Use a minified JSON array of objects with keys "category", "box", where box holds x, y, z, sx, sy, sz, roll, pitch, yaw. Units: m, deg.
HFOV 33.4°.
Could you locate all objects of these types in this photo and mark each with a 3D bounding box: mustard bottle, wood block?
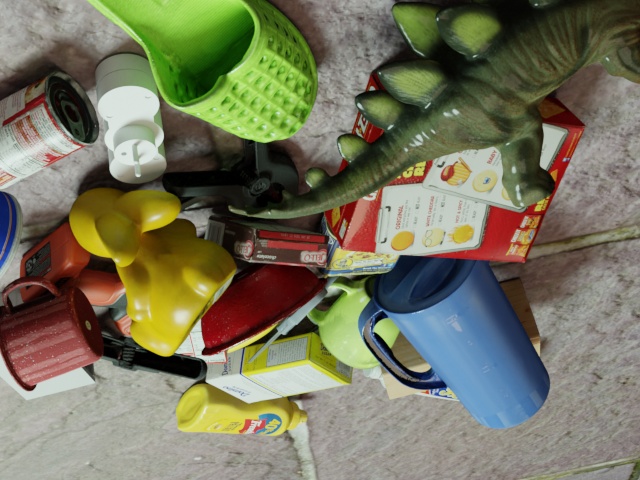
[{"category":"mustard bottle","box":[-0.102,0.245,1.522,0.191,0.058,0.096,10,143,-33]},{"category":"wood block","box":[0.176,0.130,1.405,0.206,0.090,0.091,-15,149,3]}]

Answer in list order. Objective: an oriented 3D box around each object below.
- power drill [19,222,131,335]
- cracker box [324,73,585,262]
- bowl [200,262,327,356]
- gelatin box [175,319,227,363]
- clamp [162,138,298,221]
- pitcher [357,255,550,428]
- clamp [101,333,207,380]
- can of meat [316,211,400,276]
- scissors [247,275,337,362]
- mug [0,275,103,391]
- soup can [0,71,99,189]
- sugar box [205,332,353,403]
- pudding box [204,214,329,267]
[{"category":"power drill","box":[-0.212,0.038,1.152,0.187,0.057,0.185,21,136,-42]},{"category":"cracker box","box":[0.129,-0.068,1.046,0.213,0.072,0.164,4,123,-23]},{"category":"bowl","box":[-0.074,0.062,1.176,0.162,0.055,0.162,-29,-173,3]},{"category":"gelatin box","box":[-0.152,0.110,1.284,0.073,0.030,0.089,-4,131,4]},{"category":"clamp","box":[-0.078,-0.058,1.040,0.120,0.039,0.171,-33,145,2]},{"category":"pitcher","box":[0.165,0.115,1.255,0.149,0.144,0.242,-4,134,42]},{"category":"clamp","box":[-0.232,0.129,1.237,0.164,0.036,0.210,19,169,-18]},{"category":"can of meat","box":[0.046,-0.004,1.176,0.102,0.057,0.084,-2,150,-15]},{"category":"scissors","box":[-0.028,0.088,1.289,0.016,0.096,0.202,43,149,-1]},{"category":"mug","box":[-0.276,0.086,1.079,0.081,0.093,0.117,-20,114,2]},{"category":"soup can","box":[-0.252,-0.093,0.918,0.102,0.068,0.068,-24,147,19]},{"category":"sugar box","box":[-0.054,0.167,1.384,0.177,0.048,0.093,-13,147,36]},{"category":"pudding box","box":[-0.057,0.001,1.106,0.089,0.039,0.114,7,-174,-32]}]
